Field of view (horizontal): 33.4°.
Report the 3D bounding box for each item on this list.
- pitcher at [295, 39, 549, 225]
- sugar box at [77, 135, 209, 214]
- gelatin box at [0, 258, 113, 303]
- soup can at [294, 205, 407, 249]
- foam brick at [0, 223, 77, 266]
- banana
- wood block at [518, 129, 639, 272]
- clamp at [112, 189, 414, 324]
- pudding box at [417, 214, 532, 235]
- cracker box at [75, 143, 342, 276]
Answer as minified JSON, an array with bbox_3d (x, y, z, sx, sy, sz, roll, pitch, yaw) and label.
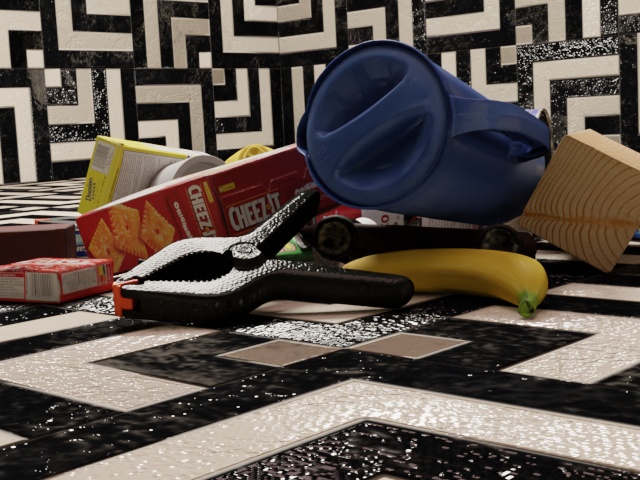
[{"bbox_3d":[0.110,-0.078,0.911,0.149,0.145,0.242,47,20,28],"label":"pitcher"},{"bbox_3d":[-0.196,-0.065,1.246,0.048,0.093,0.175,23,10,31],"label":"sugar box"},{"bbox_3d":[-0.236,0.033,0.925,0.089,0.030,0.073,1,7,28],"label":"gelatin box"},{"bbox_3d":[0.027,-0.030,1.071,0.102,0.068,0.069,-6,7,-20],"label":"soup can"},{"bbox_3d":[-0.278,0.013,1.026,0.078,0.053,0.051,-2,7,-3],"label":"foam brick"},{"bbox_3d":[0.101,0.026,0.806,0.069,0.037,0.198,-7,7,-39],"label":"banana"},{"bbox_3d":[0.256,-0.042,0.982,0.091,0.090,0.205,30,16,13],"label":"wood block"},{"bbox_3d":[-0.056,0.016,0.805,0.209,0.036,0.165,-9,31,-18],"label":"clamp"},{"bbox_3d":[0.161,-0.011,1.097,0.090,0.039,0.113,0,7,27],"label":"pudding box"},{"bbox_3d":[-0.099,-0.030,0.991,0.214,0.072,0.163,-11,9,46],"label":"cracker box"}]
